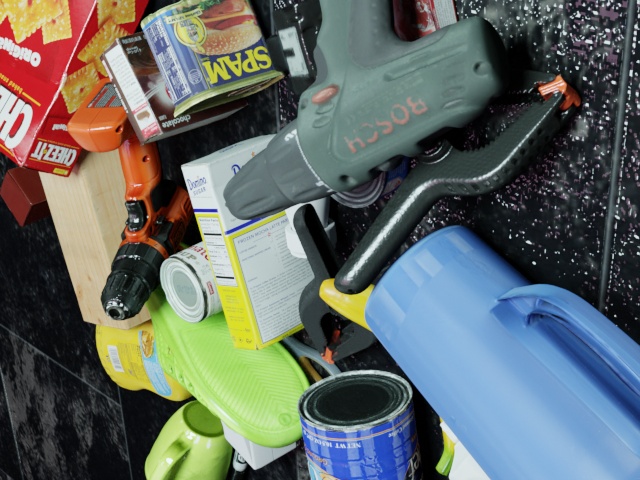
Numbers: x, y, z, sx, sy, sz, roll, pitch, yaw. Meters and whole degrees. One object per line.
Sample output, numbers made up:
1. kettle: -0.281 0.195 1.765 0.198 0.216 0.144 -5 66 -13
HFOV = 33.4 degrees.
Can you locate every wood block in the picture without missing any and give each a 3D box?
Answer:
1. wood block: -0.222 -0.020 1.136 0.090 0.090 0.206 5 114 47

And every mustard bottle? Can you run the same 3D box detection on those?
1. mustard bottle: -0.176 0.130 1.194 0.192 0.058 0.096 4 112 48

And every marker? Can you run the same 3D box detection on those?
1. marker: -0.084 0.229 1.177 0.020 0.020 0.121 39 136 28

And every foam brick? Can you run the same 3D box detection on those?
1. foam brick: -0.322 -0.060 1.238 0.053 0.078 0.051 55 139 11

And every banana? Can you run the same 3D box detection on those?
1. banana: 0.078 0.100 0.876 0.198 0.069 0.037 56 171 -8

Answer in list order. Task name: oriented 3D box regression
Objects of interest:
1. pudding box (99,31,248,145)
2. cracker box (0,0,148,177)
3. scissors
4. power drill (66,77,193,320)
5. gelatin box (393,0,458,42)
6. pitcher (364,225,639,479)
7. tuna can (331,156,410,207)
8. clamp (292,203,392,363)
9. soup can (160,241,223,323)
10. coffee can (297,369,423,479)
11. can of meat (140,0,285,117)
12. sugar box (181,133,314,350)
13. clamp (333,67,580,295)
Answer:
1. pudding box: -0.128 -0.142 0.942 0.039 0.113 0.090 -25 92 46
2. cracker box: -0.272 -0.195 1.037 0.164 0.072 0.214 34 102 31
3. scissors: -0.042 0.106 1.063 0.202 0.016 0.096 43 137 25
4. power drill: -0.177 -0.043 0.990 0.057 0.184 0.187 0 127 12
5. gelatin box: 0.061 -0.171 0.778 0.073 0.030 0.089 4 113 48
6. pitcher: 0.147 0.098 0.758 0.149 0.144 0.243 -47 66 10
7. tuna can: 0.031 -0.072 0.865 0.086 0.033 0.086 26 128 38
8. clamp: 0.015 0.040 0.917 0.120 0.039 0.172 30 134 4
9. soup can: -0.091 0.029 1.005 0.069 0.102 0.068 27 129 38
10. coffee can: 0.040 0.202 0.954 0.103 0.102 0.140 12 119 45
11. can of meat: -0.091 -0.160 0.901 0.058 0.101 0.084 -20 93 52
12. sugar box: -0.056 0.001 0.958 0.048 0.093 0.176 -2 108 49
13. clamp: 0.082 -0.055 0.752 0.210 0.036 0.164 -15 67 32
